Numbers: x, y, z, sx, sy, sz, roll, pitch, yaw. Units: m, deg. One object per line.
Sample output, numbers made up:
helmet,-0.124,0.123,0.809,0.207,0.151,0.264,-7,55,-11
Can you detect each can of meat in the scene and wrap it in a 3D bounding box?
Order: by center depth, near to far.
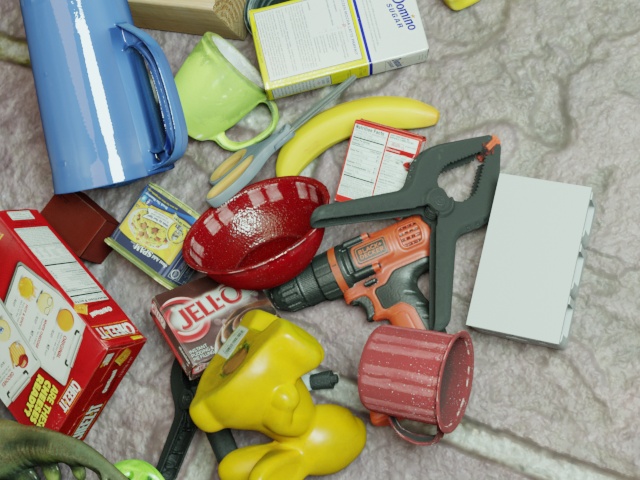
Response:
can of meat,-0.170,-0.004,1.165,0.102,0.057,0.084,34,89,22

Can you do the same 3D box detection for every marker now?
marker,-0.039,0.151,1.104,0.121,0.020,0.020,-11,75,17

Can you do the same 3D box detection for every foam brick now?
foam brick,-0.269,-0.018,1.206,0.078,0.051,0.053,39,92,22

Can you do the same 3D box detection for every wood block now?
wood block,-0.182,-0.295,1.216,0.206,0.090,0.091,11,82,22

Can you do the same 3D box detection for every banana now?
banana,0.027,-0.111,1.132,0.198,0.037,0.069,-28,96,15

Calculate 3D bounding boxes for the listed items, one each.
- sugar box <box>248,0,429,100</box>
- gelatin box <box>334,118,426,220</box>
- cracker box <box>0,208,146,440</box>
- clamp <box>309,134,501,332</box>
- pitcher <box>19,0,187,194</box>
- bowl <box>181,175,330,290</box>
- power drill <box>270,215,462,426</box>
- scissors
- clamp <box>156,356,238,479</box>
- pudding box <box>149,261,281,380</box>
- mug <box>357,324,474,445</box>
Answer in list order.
sugar box,0.018,-0.216,1.127,0.176,0.048,0.093,-13,80,-1
gelatin box,0.062,-0.074,1.094,0.073,0.030,0.089,17,102,13
cracker box,-0.304,0.095,1.160,0.214,0.071,0.164,45,118,21
clamp,0.115,-0.021,1.035,0.209,0.036,0.164,-39,82,-23
pitcher,-0.237,-0.176,1.140,0.149,0.145,0.243,-13,99,-11
bowl,-0.057,0.001,1.087,0.162,0.055,0.162,-17,32,11
power drill,0.056,0.085,1.063,0.184,0.057,0.188,-25,71,13
scissors,-0.050,-0.111,1.141,0.201,0.016,0.096,-44,23,-7
clamp,-0.119,0.172,1.105,0.120,0.039,0.171,-3,78,37
pudding box,-0.106,0.082,1.099,0.113,0.039,0.090,-21,62,-30
mug,0.086,0.132,0.970,0.082,0.093,0.117,8,115,26
